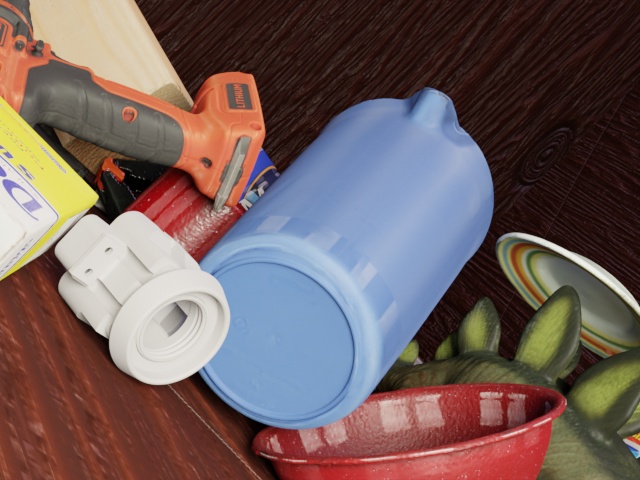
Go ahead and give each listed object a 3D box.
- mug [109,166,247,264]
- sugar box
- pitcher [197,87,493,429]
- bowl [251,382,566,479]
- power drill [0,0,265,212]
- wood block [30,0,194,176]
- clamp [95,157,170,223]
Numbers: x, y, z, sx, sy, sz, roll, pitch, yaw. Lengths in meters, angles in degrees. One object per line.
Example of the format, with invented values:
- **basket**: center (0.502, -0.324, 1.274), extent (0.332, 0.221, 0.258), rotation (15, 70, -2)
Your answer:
- **mug**: center (-0.079, 0.008, 0.689), extent (0.117, 0.081, 0.093), rotation (45, 0, 7)
- **sugar box**: center (-0.143, -0.030, 0.419), extent (0.093, 0.048, 0.176), rotation (45, -1, -8)
- **pitcher**: center (0.012, 0.016, 0.631), extent (0.149, 0.145, 0.242), rotation (69, 26, -13)
- **bowl**: center (0.048, 0.116, 0.548), extent (0.162, 0.162, 0.055), rotation (-128, -151, -88)
- **power drill**: center (-0.132, -0.092, 0.634), extent (0.187, 0.057, 0.184), rotation (14, 30, -17)
- **wood block**: center (-0.179, -0.159, 0.786), extent (0.206, 0.090, 0.091), rotation (60, 1, 17)
- **clamp**: center (-0.090, 0.006, 0.764), extent (0.171, 0.120, 0.039), rotation (26, -36, -11)
